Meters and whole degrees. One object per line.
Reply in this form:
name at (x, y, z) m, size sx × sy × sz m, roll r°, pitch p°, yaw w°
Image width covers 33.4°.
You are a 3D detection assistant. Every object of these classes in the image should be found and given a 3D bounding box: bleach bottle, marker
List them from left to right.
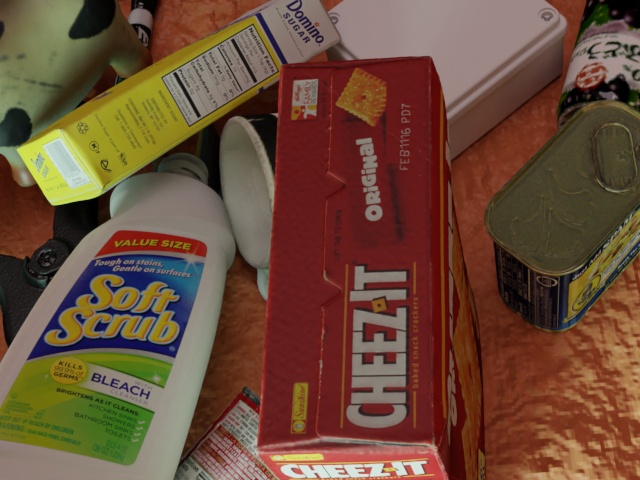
bleach bottle at (-0.105, 0.042, 0.547) m, size 0.102 × 0.068 × 0.250 m, roll 15°, pitch 44°, yaw -4°
marker at (-0.124, -0.125, 0.715) m, size 0.020 × 0.020 × 0.121 m, roll -1°, pitch 62°, yaw 11°

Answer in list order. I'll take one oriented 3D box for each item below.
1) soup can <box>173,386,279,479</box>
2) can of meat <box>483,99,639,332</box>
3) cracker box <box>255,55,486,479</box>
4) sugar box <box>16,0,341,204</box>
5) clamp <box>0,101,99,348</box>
soup can at (-0.049, 0.133, 0.535) m, size 0.069 × 0.068 × 0.102 m, roll 39°, pitch 77°, yaw 26°
can of meat at (0.136, -0.009, 0.560) m, size 0.057 × 0.084 × 0.102 m, roll 39°, pitch 76°, yaw 27°
cracker box at (0.033, 0.046, 0.478) m, size 0.072 × 0.213 × 0.164 m, roll -4°, pitch 62°, yaw 10°
sugar box at (-0.081, -0.085, 0.618) m, size 0.176 × 0.048 × 0.093 m, roll -39°, pitch 17°, yaw -25°
clamp at (-0.153, 0.010, 0.640) m, size 0.164 × 0.036 × 0.210 m, roll -44°, pitch 62°, yaw -14°
